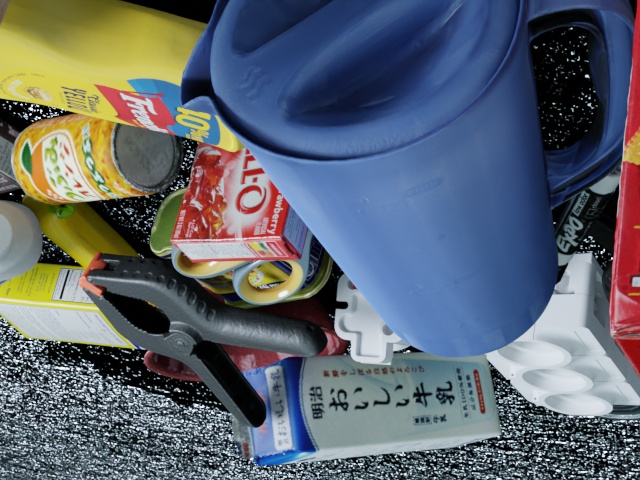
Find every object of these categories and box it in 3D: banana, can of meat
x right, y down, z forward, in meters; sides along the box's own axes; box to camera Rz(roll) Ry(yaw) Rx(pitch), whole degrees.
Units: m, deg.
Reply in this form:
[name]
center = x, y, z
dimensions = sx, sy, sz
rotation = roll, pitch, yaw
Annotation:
[banana]
center = -0.170, 0.003, 0.788
dimensions = 0.070, 0.037, 0.197
rotation = 49, 177, 27
[can of meat]
center = -0.055, 0.001, 0.731
dimensions = 0.102, 0.057, 0.083
rotation = -12, 144, 41

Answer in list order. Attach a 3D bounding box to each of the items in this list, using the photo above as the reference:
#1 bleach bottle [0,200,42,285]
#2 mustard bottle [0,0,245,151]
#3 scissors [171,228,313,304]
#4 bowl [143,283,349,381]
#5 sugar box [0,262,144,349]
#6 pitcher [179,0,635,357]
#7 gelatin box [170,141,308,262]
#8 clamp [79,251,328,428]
[bleach bottle]
center = -0.256, 0.007, 0.743
dimensions = 0.102, 0.068, 0.251
rotation = -6, 178, -25
[mustard bottle]
center = -0.086, -0.087, 0.554
dimensions = 0.191, 0.058, 0.096
rotation = 13, 165, -4
[scissors]
center = 0.004, -0.010, 0.653
dimensions = 0.202, 0.016, 0.096
rotation = -19, 137, 19
[bowl]
center = -0.060, 0.066, 0.846
dimensions = 0.162, 0.055, 0.162
rotation = -5, 159, -2
[sugar box]
center = -0.190, 0.058, 0.932
dimensions = 0.176, 0.048, 0.093
rotation = 2, 154, 12
[pitcher]
center = 0.058, -0.036, 0.510
dimensions = 0.149, 0.145, 0.242
rotation = 33, 167, 31
[gelatin box]
center = -0.039, -0.032, 0.613
dimensions = 0.073, 0.089, 0.030
rotation = -2, 151, 27
[clamp]
center = -0.088, 0.068, 0.745
dimensions = 0.171, 0.039, 0.120
rotation = 26, 128, 2
